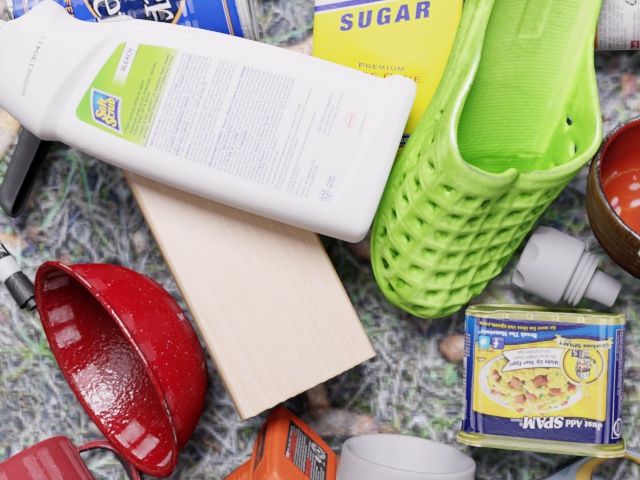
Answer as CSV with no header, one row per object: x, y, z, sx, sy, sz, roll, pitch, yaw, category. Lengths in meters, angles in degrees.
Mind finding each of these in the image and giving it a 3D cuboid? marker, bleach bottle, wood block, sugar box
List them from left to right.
-0.244,0.002,0.783,0.020,0.020,0.121,-41,82,15,marker
-0.079,-0.083,0.609,0.251,0.068,0.102,19,86,-1,bleach bottle
-0.055,0.001,0.679,0.090,0.090,0.206,-26,86,-8,wood block
0.042,-0.115,0.661,0.093,0.048,0.176,6,109,13,sugar box

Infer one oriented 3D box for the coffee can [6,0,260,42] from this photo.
-0.116,-0.156,0.675,0.140,0.103,0.103,-11,90,1,coffee can

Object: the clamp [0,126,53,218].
-0.183,-0.099,0.745,0.120,0.039,0.171,-17,85,-3,clamp

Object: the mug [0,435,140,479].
-0.183,0.184,0.747,0.117,0.093,0.081,-31,78,-14,mug

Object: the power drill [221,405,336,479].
-0.075,0.199,0.660,0.188,0.184,0.057,-42,103,15,power drill

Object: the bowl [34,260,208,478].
-0.124,0.075,0.709,0.162,0.055,0.162,36,143,34,bowl

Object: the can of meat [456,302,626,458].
0.137,0.084,0.657,0.102,0.057,0.084,2,92,16,can of meat
